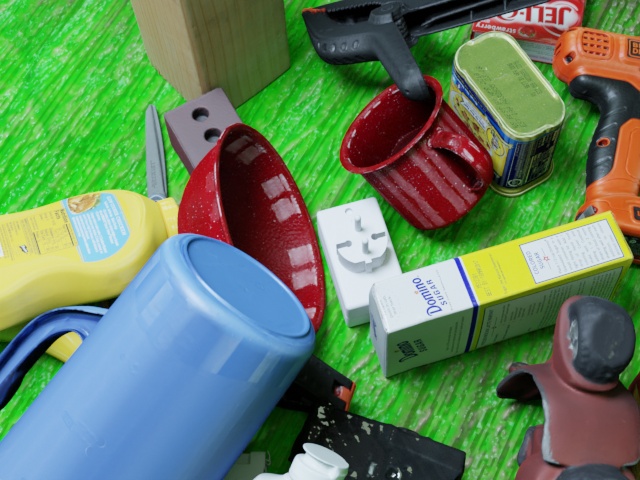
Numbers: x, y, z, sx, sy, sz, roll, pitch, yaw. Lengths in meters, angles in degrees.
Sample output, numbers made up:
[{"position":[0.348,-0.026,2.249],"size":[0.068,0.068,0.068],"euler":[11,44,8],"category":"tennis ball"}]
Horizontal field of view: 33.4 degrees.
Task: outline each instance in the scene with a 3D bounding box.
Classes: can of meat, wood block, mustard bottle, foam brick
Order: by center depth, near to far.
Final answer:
[{"position":[-0.174,0.007,0.773],"size":[0.191,0.058,0.096],"euler":[-16,40,-15],"category":"mustard bottle"},{"position":[-0.089,-0.194,0.813],"size":[0.090,0.206,0.091],"euler":[-38,69,-15],"category":"wood block"},{"position":[0.140,-0.098,0.823],"size":[0.057,0.084,0.102],"euler":[-28,66,-11],"category":"can of meat"},{"position":[-0.082,-0.070,0.838],"size":[0.053,0.051,0.078],"euler":[-28,66,-11],"category":"foam brick"}]

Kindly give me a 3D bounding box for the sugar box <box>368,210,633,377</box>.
[{"position":[0.122,0.039,0.753],"size":[0.176,0.093,0.048],"euler":[-14,64,-5],"category":"sugar box"}]

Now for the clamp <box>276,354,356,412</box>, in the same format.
[{"position":[-0.059,0.078,0.732],"size":[0.171,0.120,0.039],"euler":[14,70,5],"category":"clamp"}]

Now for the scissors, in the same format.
[{"position":[-0.143,-0.013,0.833],"size":[0.096,0.016,0.202],"euler":[-21,65,-7],"category":"scissors"}]

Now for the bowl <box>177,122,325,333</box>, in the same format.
[{"position":[-0.055,0.001,0.759],"size":[0.055,0.162,0.162],"euler":[-18,62,20],"category":"bowl"}]

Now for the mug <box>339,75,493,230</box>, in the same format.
[{"position":[0.081,-0.060,0.785],"size":[0.117,0.081,0.093],"euler":[9,60,55],"category":"mug"}]

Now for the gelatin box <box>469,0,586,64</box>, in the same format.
[{"position":[0.175,-0.190,0.895],"size":[0.089,0.030,0.073],"euler":[12,66,8],"category":"gelatin box"}]

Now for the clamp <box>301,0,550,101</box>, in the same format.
[{"position":[0.068,-0.170,0.832],"size":[0.164,0.036,0.210],"euler":[-35,32,-22],"category":"clamp"}]

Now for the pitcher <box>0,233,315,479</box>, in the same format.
[{"position":[-0.120,0.110,0.649],"size":[0.149,0.145,0.243],"euler":[31,107,-22],"category":"pitcher"}]
